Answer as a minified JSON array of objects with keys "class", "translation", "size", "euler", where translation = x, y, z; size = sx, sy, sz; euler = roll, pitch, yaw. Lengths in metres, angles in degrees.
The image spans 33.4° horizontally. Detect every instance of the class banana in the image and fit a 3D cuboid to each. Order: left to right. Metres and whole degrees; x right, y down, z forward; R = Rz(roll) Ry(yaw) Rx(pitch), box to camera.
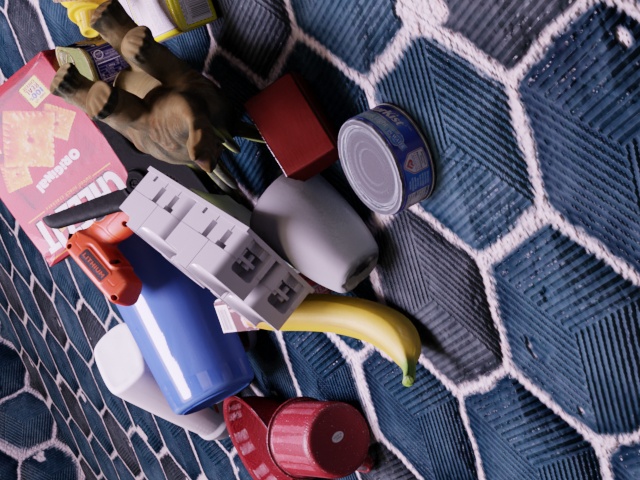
[{"class":"banana","translation":[0.020,0.078,0.986],"size":[0.198,0.069,0.037],"euler":[15,124,36]}]

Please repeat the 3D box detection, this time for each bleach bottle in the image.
[{"class":"bleach bottle","translation":[-0.193,0.205,1.444],"size":[0.250,0.068,0.103],"euler":[42,-169,-47]}]

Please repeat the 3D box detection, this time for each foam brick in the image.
[{"class":"foam brick","translation":[-0.019,-0.096,0.909],"size":[0.078,0.051,0.053],"euler":[59,-167,10]}]

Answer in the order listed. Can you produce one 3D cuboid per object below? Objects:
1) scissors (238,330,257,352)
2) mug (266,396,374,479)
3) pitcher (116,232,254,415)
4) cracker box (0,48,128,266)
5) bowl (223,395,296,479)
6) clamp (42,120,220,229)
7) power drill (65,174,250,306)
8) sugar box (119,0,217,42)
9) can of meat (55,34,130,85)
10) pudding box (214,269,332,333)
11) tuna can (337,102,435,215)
[{"class":"scissors","translation":[-0.098,0.064,1.285],"size":[0.096,0.016,0.202],"euler":[50,152,26]},{"class":"mug","translation":[0.009,0.223,1.165],"size":[0.117,0.093,0.082],"euler":[37,157,-19]},{"class":"pitcher","translation":[-0.181,0.087,1.304],"size":[0.243,0.145,0.149],"euler":[63,-170,11]},{"class":"cracker box","translation":[-0.322,-0.101,1.301],"size":[0.213,0.164,0.072],"euler":[55,-161,-4]},{"class":"bowl","translation":[-0.057,0.255,1.348],"size":[0.162,0.055,0.162],"euler":[44,149,35]},{"class":"clamp","translation":[-0.195,-0.073,1.147],"size":[0.210,0.036,0.164],"euler":[13,102,14]},{"class":"power drill","translation":[-0.183,-0.017,1.198],"size":[0.184,0.188,0.057],"euler":[45,-170,21]},{"class":"sugar box","translation":[-0.168,-0.248,1.078],"size":[0.176,0.048,0.093],"euler":[8,119,65]},{"class":"can of meat","translation":[-0.241,-0.206,1.213],"size":[0.102,0.083,0.057],"euler":[19,131,56]},{"class":"pudding box","translation":[-0.051,0.061,1.104],"size":[0.114,0.089,0.039],"euler":[-11,102,65]},{"class":"tuna can","translation":[0.051,-0.064,0.850],"size":[0.086,0.033,0.086],"euler":[44,149,35]}]
